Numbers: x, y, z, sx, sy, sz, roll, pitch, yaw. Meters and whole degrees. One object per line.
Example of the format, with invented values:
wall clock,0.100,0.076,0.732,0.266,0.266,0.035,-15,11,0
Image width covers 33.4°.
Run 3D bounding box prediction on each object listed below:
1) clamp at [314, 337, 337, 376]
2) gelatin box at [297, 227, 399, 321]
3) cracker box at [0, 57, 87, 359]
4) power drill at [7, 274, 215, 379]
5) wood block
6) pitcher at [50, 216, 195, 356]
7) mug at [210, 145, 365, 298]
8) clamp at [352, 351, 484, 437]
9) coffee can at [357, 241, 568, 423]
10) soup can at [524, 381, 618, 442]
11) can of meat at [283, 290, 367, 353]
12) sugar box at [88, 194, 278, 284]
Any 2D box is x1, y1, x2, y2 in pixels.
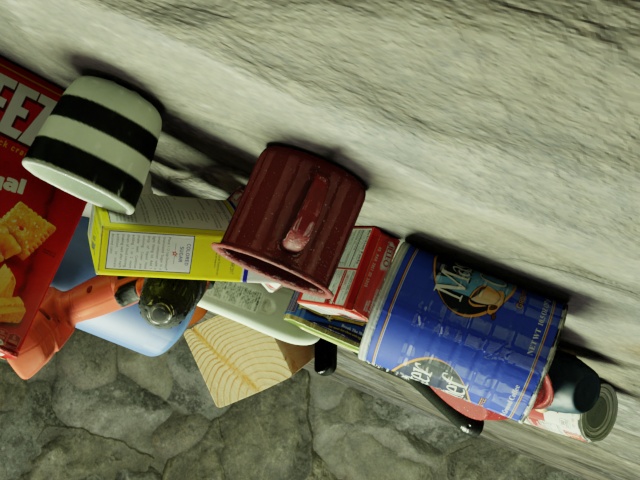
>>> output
clamp,0.006,0.095,1.216,0.039,0.120,0.171,-21,169,20
gelatin box,0.024,0.027,0.901,0.030,0.073,0.089,26,169,-25
cracker box,-0.275,-0.034,0.839,0.164,0.213,0.072,27,168,-24
power drill,-0.179,0.054,0.916,0.184,0.188,0.057,-76,-37,-72
wood block,-0.065,0.111,1.189,0.091,0.090,0.206,65,-168,2
pitcher,-0.239,0.011,1.054,0.242,0.149,0.145,29,-150,-25
mug,-0.017,-0.016,0.740,0.093,0.081,0.117,24,170,-5
clamp,0.096,0.132,1.120,0.210,0.036,0.164,28,-167,6
coffee can,0.113,0.073,0.857,0.140,0.103,0.103,21,170,9
soup can,0.266,0.178,1.175,0.068,0.068,0.102,31,167,-38
can of meat,0.024,0.056,1.019,0.102,0.084,0.057,23,170,-4
sugar box,-0.091,-0.002,0.846,0.176,0.048,0.093,6,-161,-18
